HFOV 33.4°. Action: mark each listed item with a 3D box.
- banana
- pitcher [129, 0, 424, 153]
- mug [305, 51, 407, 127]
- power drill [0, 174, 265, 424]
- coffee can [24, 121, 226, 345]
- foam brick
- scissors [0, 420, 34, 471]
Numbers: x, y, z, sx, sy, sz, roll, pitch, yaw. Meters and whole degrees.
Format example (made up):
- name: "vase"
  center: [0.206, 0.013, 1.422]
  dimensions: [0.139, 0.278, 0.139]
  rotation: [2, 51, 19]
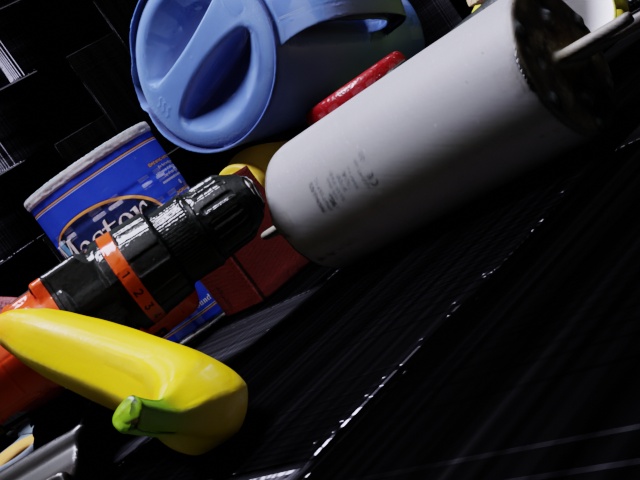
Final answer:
- name: "banana"
  center: [-0.078, 0.053, 0.434]
  dimensions: [0.198, 0.069, 0.037]
  rotation: [5, 68, 60]
- name: "pitcher"
  center: [-0.012, -0.148, 0.819]
  dimensions: [0.242, 0.149, 0.145]
  rotation: [-18, -46, -54]
- name: "mug"
  center: [0.048, -0.078, 0.728]
  dimensions: [0.093, 0.081, 0.117]
  rotation: [-37, 7, -22]
- name: "power drill"
  center: [-0.112, 0.032, 0.604]
  dimensions: [0.184, 0.057, 0.188]
  rotation: [-34, -3, -6]
- name: "coffee can"
  center: [-0.125, 0.003, 0.752]
  dimensions: [0.103, 0.140, 0.103]
  rotation: [-34, 6, 4]
- name: "foam brick"
  center: [-0.055, 0.001, 0.691]
  dimensions: [0.051, 0.078, 0.053]
  rotation: [-41, 9, -34]
- name: "scissors"
  center: [-0.204, 0.139, 0.716]
  dimensions: [0.202, 0.016, 0.096]
  rotation: [-28, 9, 49]
